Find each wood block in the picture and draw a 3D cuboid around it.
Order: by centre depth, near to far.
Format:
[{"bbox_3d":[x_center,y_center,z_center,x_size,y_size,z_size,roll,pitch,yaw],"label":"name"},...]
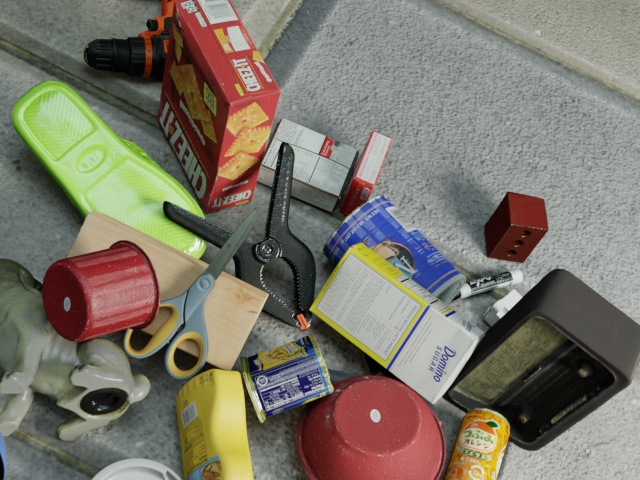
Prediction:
[{"bbox_3d":[-0.169,0.054,1.154,0.206,0.090,0.091,26,90,0],"label":"wood block"}]

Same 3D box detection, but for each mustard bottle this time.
[{"bbox_3d":[-0.103,0.233,1.069,0.058,0.096,0.191,12,53,-32],"label":"mustard bottle"}]

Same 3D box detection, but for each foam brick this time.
[{"bbox_3d":[0.248,-0.016,1.356,0.053,0.078,0.051,9,54,-12],"label":"foam brick"}]

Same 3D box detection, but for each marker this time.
[{"bbox_3d":[0.198,0.057,1.328,0.121,0.020,0.020,-14,62,-24],"label":"marker"}]

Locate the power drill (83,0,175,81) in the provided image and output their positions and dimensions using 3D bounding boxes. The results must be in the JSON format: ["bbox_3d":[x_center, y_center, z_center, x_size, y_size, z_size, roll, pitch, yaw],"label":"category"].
[{"bbox_3d":[-0.224,-0.293,1.411,0.184,0.057,0.187,1,60,-21],"label":"power drill"}]

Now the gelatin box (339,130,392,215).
[{"bbox_3d":[0.057,-0.082,1.344,0.030,0.073,0.089,22,54,-2],"label":"gelatin box"}]

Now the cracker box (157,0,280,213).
[{"bbox_3d":[-0.126,-0.159,1.253,0.072,0.214,0.164,-17,63,-24],"label":"cracker box"}]

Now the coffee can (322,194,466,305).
[{"bbox_3d":[0.087,0.030,1.259,0.102,0.103,0.140,-33,72,-32],"label":"coffee can"}]

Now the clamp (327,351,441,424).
[{"bbox_3d":[0.056,0.165,1.201,0.120,0.039,0.172,-34,65,-25],"label":"clamp"}]

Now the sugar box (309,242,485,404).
[{"bbox_3d":[0.084,0.090,1.182,0.176,0.093,0.048,36,20,14],"label":"sugar box"}]

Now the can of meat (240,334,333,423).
[{"bbox_3d":[-0.036,0.143,1.133,0.084,0.102,0.057,-20,99,-3],"label":"can of meat"}]

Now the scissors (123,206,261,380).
[{"bbox_3d":[-0.112,0.064,1.100,0.202,0.016,0.096,-38,92,1],"label":"scissors"}]

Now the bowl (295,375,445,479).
[{"bbox_3d":[0.056,0.197,1.113,0.162,0.055,0.162,4,49,-4],"label":"bowl"}]

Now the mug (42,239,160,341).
[{"bbox_3d":[-0.227,0.051,1.056,0.081,0.117,0.093,-14,103,-46],"label":"mug"}]

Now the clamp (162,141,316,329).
[{"bbox_3d":[-0.058,0.001,1.221,0.164,0.036,0.210,-35,96,-10],"label":"clamp"}]

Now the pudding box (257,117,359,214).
[{"bbox_3d":[-0.017,-0.095,1.353,0.113,0.039,0.090,22,54,0],"label":"pudding box"}]
